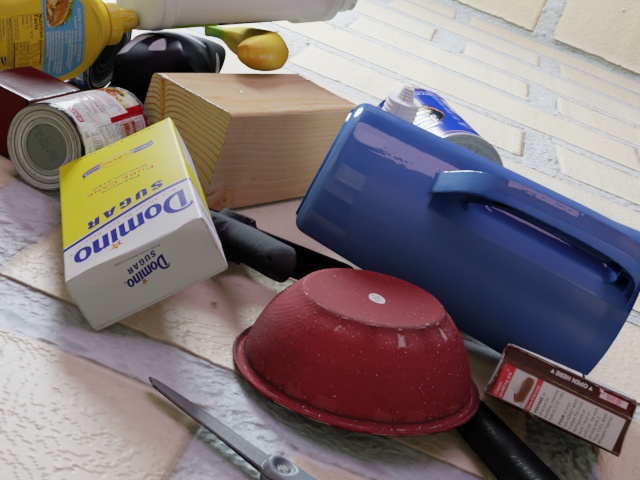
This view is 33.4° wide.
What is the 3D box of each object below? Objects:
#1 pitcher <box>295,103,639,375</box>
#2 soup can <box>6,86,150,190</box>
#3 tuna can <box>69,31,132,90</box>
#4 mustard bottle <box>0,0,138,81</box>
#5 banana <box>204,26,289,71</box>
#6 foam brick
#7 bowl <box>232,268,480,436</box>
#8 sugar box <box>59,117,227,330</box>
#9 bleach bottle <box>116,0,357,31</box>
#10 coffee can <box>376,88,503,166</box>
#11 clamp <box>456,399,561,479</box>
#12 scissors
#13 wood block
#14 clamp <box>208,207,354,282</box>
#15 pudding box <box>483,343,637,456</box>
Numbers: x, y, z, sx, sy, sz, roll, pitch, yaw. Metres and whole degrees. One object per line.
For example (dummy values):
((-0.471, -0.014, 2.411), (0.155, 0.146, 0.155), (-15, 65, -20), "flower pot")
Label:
((0.111, -0.005, 0.782), (0.243, 0.149, 0.145), (28, 26, -2), "pitcher")
((-0.186, -0.080, 0.831), (0.068, 0.068, 0.102), (26, 22, 13), "soup can")
((-0.219, -0.191, 1.045), (0.034, 0.086, 0.086), (26, 21, 8), "tuna can")
((-0.247, -0.182, 0.921), (0.191, 0.096, 0.058), (-15, 36, -33), "mustard bottle")
((-0.065, -0.185, 1.036), (0.069, 0.037, 0.198), (-2, 15, -16), "banana")
((-0.240, -0.104, 0.858), (0.051, 0.053, 0.078), (26, 20, 11), "foam brick")
((0.028, 0.060, 0.676), (0.162, 0.055, 0.162), (11, 19, -4), "bowl")
((-0.123, -0.018, 0.708), (0.093, 0.048, 0.176), (-26, 28, -2), "sugar box")
((-0.066, -0.239, 1.041), (0.250, 0.068, 0.103), (-8, 14, -34), "bleach bottle")
((0.112, -0.084, 1.080), (0.102, 0.103, 0.140), (13, 22, -21), "coffee can")
((0.159, 0.167, 0.601), (0.164, 0.036, 0.210), (20, 17, -3), "clamp")
((-0.020, 0.132, 0.542), (0.202, 0.016, 0.096), (25, 21, 10), "scissors")
((-0.062, -0.092, 0.948), (0.090, 0.091, 0.205), (31, 23, 25), "wood block")
((-0.055, 0.001, 0.784), (0.172, 0.039, 0.120), (26, -2, 35), "clamp")
((0.155, 0.103, 0.700), (0.090, 0.039, 0.113), (24, -5, 12), "pudding box")
